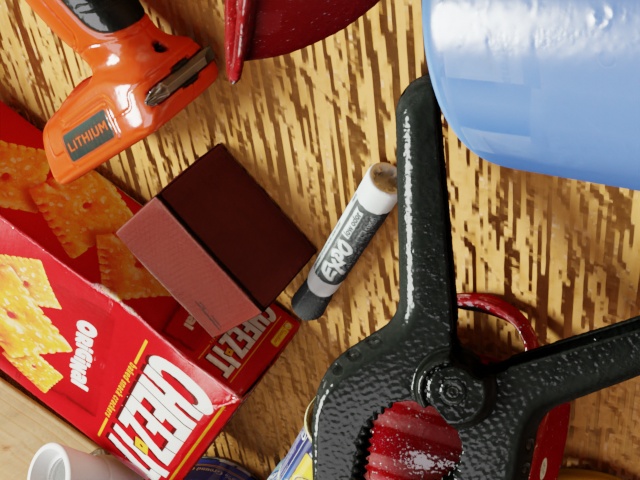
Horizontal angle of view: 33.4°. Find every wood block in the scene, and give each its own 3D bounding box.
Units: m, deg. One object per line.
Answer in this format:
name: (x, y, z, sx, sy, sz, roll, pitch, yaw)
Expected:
wood block: (-0.245, 0.168, 0.791, 0.206, 0.090, 0.091, 21, 132, 41)

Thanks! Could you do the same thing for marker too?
marker: (0.011, 0.005, 0.521, 0.020, 0.020, 0.121, 36, 141, 5)

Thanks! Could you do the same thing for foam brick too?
foam brick: (-0.054, 0.001, 0.543, 0.078, 0.051, 0.053, 48, 142, -10)

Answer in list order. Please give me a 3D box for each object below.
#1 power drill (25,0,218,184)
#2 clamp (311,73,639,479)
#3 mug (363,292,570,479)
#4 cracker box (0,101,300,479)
power drill: (-0.149, -0.119, 0.500, 0.185, 0.057, 0.187, -19, 114, 47)
clamp: (0.051, 0.048, 0.442, 0.164, 0.036, 0.210, 41, 105, 7)
mug: (0.071, 0.083, 0.504, 0.082, 0.093, 0.117, 13, 98, 24)
cracker box: (-0.139, 0.043, 0.637, 0.214, 0.072, 0.164, 37, 142, 2)
